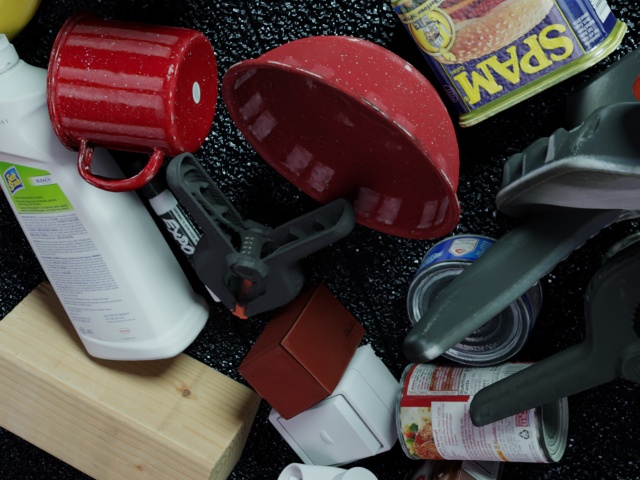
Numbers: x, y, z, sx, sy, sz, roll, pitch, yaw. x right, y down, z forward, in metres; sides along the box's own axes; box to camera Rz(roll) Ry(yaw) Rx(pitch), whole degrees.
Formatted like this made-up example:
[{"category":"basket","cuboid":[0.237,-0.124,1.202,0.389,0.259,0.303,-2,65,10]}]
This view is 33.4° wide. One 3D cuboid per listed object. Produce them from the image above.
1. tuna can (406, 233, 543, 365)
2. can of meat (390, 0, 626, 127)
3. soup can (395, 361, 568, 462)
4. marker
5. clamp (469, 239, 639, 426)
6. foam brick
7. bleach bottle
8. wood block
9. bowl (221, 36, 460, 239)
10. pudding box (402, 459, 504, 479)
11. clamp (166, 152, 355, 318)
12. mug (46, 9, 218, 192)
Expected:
[{"category":"tuna can","cuboid":[0.101,0.040,0.706,0.086,0.033,0.086,13,126,18]},{"category":"can of meat","cuboid":[0.100,-0.123,0.583,0.102,0.057,0.084,-25,106,36]},{"category":"soup can","cuboid":[0.111,0.117,0.731,0.102,0.068,0.068,-4,119,28]},{"category":"marker","cuboid":[-0.102,-0.008,0.783,0.020,0.020,0.121,-20,111,35]},{"category":"clamp","cuboid":[0.195,0.073,0.606,0.164,0.036,0.210,28,128,7]},{"category":"foam brick","cuboid":[-0.012,0.079,0.760,0.053,0.078,0.051,48,127,-10]},{"category":"bleach bottle","cuboid":[-0.174,-0.029,0.763,0.103,0.068,0.251,-4,123,30]},{"category":"wood block","cuboid":[-0.165,0.131,0.861,0.206,0.090,0.090,27,129,8]},{"category":"bowl","cuboid":[0.023,-0.070,0.632,0.162,0.055,0.162,30,162,11]},{"category":"pudding box","cuboid":[0.085,0.199,0.769,0.039,0.113,0.090,38,130,-6]},{"category":"clamp","cuboid":[-0.055,0.001,0.718,0.120,0.039,0.172,26,147,-4]},{"category":"mug","cuboid":[-0.119,-0.087,0.683,0.081,0.117,0.093,9,165,15]}]
